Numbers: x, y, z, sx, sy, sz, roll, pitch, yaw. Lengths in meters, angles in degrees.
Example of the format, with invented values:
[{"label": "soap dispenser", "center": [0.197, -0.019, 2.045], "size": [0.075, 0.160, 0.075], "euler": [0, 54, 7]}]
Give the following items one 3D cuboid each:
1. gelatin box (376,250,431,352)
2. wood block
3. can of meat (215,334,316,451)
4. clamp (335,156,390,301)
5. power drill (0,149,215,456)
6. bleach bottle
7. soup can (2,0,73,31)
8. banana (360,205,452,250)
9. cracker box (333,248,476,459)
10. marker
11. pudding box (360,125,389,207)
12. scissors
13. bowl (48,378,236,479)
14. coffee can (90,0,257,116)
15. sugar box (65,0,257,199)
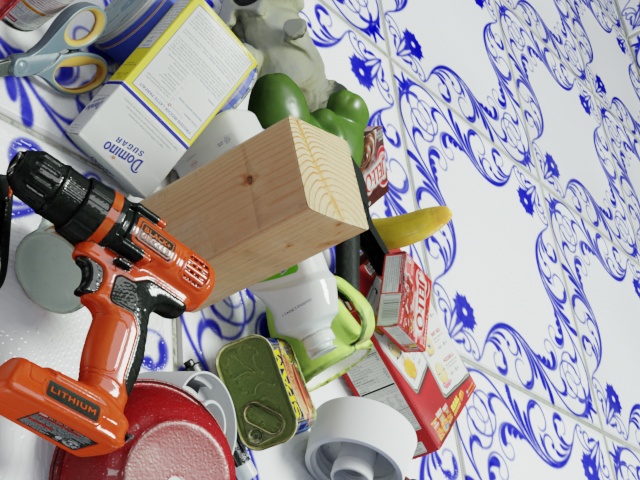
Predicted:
[{"label": "gelatin box", "center": [0.092, 0.067, 1.154], "size": [0.073, 0.030, 0.089], "euler": [46, 45, -49]}, {"label": "wood block", "center": [-0.073, -0.017, 0.952], "size": [0.090, 0.206, 0.091], "euler": [18, 53, -51]}, {"label": "can of meat", "center": [-0.049, 0.141, 1.001], "size": [0.084, 0.057, 0.102], "euler": [19, 50, -75]}, {"label": "clamp", "center": [0.037, -0.023, 1.149], "size": [0.120, 0.039, 0.171], "euler": [-5, 85, -66]}, {"label": "power drill", "center": [-0.174, 0.046, 0.771], "size": [0.184, 0.057, 0.187], "euler": [36, 53, -25]}, {"label": "bleach bottle", "center": [-0.057, 0.001, 1.043], "size": [0.068, 0.103, 0.251], "euler": [-3, 64, -60]}, {"label": "soup can", "center": [-0.245, -0.241, 0.962], "size": [0.068, 0.102, 0.068], "euler": [37, 39, -38]}, {"label": "banana", "center": [0.057, -0.021, 1.224], "size": [0.037, 0.198, 0.069], "euler": [16, 87, -53]}, {"label": "cracker box", "center": [0.083, 0.124, 1.229], "size": [0.213, 0.072, 0.164], "euler": [60, 29, -5]}, {"label": "marker", "center": [-0.093, 0.163, 0.969], "size": [0.121, 0.020, 0.020], "euler": [63, 29, -1]}, {"label": "pudding box", "center": [0.050, -0.090, 1.348], "size": [0.113, 0.039, 0.090], "euler": [-38, 124, -58]}, {"label": "scissors", "center": [-0.253, -0.170, 0.929], "size": [0.016, 0.096, 0.201], "euler": [27, 14, 27]}, {"label": "bowl", "center": [-0.121, 0.184, 0.813], "size": [0.161, 0.055, 0.162], "euler": [9, 73, -34]}, {"label": "coffee can", "center": [-0.147, -0.190, 1.078], "size": [0.140, 0.103, 0.102], "euler": [46, 34, -29]}, {"label": "sugar box", "center": [-0.147, -0.134, 0.997], "size": [0.176, 0.048, 0.093], "euler": [-51, 119, -13]}]
